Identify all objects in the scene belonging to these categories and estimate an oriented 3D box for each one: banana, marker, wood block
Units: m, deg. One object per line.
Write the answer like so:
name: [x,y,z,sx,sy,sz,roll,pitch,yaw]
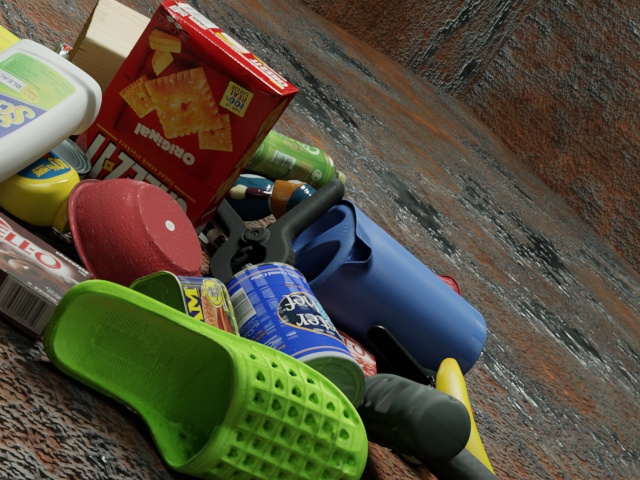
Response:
banana: [0.154,0.211,1.119,0.069,0.037,0.198,32,35,-60]
marker: [-0.105,0.013,1.216,0.121,0.020,0.020,45,18,24]
wood block: [-0.187,-0.184,1.245,0.206,0.091,0.090,26,42,-20]

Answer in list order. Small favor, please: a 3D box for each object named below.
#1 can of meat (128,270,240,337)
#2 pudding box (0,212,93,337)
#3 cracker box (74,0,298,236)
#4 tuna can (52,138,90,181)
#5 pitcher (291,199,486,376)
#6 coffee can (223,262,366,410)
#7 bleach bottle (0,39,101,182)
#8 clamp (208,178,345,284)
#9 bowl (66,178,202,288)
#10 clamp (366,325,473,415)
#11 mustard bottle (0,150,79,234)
can of meat: [-0.113,0.080,0.911,0.083,0.058,0.102,9,64,-64]
pudding box: [-0.251,0.022,0.863,0.113,0.039,0.090,36,16,-4]
cracker box: [-0.152,-0.122,1.142,0.164,0.214,0.072,39,19,5]
tuna can: [-0.281,-0.084,1.092,0.086,0.034,0.086,34,17,-12]
pitcher: [0.071,0.069,1.249,0.242,0.145,0.149,36,23,-26]
coffee can: [-0.033,0.101,0.982,0.102,0.103,0.140,24,21,-38]
bleach bottle: [-0.293,-0.082,0.906,0.102,0.068,0.250,34,40,0]
clamp: [-0.058,0.001,1.158,0.210,0.165,0.036,-84,160,-50]
bowl: [-0.159,0.001,0.986,0.162,0.055,0.162,50,20,-26]
clamp: [0.116,0.174,1.174,0.171,0.039,0.120,38,30,-32]
mustard bottle: [-0.285,-0.068,0.999,0.191,0.058,0.096,39,21,5]
